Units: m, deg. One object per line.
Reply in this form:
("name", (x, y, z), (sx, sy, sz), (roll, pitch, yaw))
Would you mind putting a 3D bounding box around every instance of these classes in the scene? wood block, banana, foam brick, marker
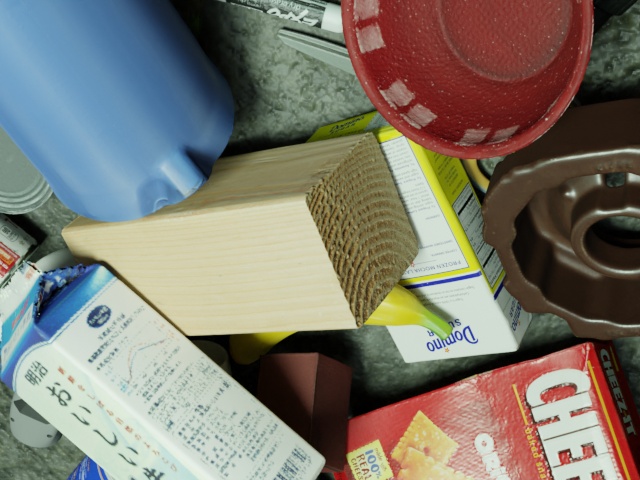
("wood block", (-0.054, 0.001, 0.695), (0.207, 0.090, 0.091), (-6, 118, 37))
("banana", (-0.006, 0.054, 0.746), (0.198, 0.037, 0.069), (-10, 114, 41))
("foam brick", (-0.014, 0.123, 0.762), (0.051, 0.078, 0.053), (-5, 157, 31))
("marker", (-0.014, -0.148, 0.678), (0.121, 0.020, 0.020), (16, 121, 4))

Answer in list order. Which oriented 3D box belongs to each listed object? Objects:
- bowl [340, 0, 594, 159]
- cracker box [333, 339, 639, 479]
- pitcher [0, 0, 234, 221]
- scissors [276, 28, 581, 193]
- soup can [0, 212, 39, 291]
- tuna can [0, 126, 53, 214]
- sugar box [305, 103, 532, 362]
("bowl", (0.091, -0.130, 0.608), (0.162, 0.055, 0.162), (16, 117, 35))
("cracker box", (0.124, 0.178, 0.751), (0.214, 0.072, 0.164), (-22, 78, 24))
("pitcher", (-0.157, -0.130, 0.604), (0.149, 0.145, 0.242), (-1, 151, 18))
("scissors", (0.067, -0.080, 0.697), (0.202, 0.016, 0.096), (10, 122, 11))
("soup can", (-0.269, -0.004, 0.790), (0.102, 0.068, 0.069), (40, 119, -10))
("tuna can", (-0.222, -0.064, 0.765), (0.086, 0.033, 0.086), (6, 119, 10))
("sugar box", (0.065, -0.002, 0.714), (0.094, 0.048, 0.176), (-11, 119, 37))
